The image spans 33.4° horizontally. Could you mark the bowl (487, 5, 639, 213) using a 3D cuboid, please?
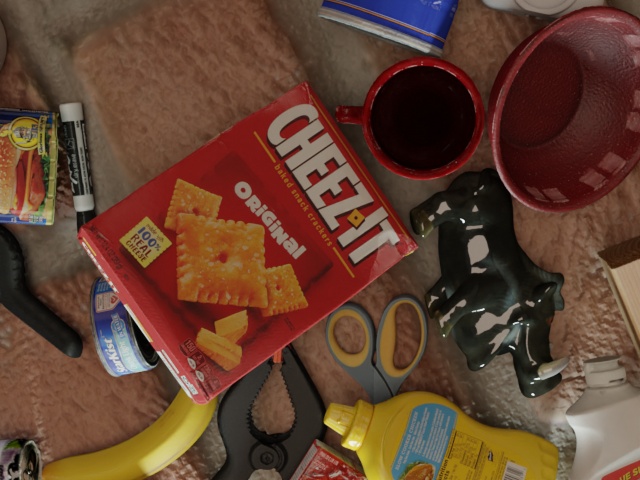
[{"bbox_3d":[0.185,-0.105,0.824,0.161,0.055,0.162,-11,117,-24],"label":"bowl"}]

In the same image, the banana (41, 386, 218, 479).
[{"bbox_3d":[-0.156,0.173,0.937,0.198,0.037,0.070,-39,65,8],"label":"banana"}]

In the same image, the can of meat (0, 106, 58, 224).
[{"bbox_3d":[-0.265,-0.063,0.896,0.083,0.057,0.102,3,99,-17],"label":"can of meat"}]

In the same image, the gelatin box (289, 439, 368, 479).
[{"bbox_3d":[0.014,0.222,0.895,0.089,0.030,0.073,33,90,-11],"label":"gelatin box"}]

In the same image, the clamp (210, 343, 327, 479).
[{"bbox_3d":[-0.054,0.187,0.921,0.164,0.036,0.210,-1,98,1],"label":"clamp"}]

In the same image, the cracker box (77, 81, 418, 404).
[{"bbox_3d":[-0.055,0.001,0.837,0.213,0.072,0.164,-35,93,-16],"label":"cracker box"}]

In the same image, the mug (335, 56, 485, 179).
[{"bbox_3d":[0.070,-0.097,0.848,0.117,0.081,0.093,1,97,7],"label":"mug"}]

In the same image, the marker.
[{"bbox_3d":[-0.207,-0.058,0.920,0.020,0.020,0.121,-6,97,8],"label":"marker"}]

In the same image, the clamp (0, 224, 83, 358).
[{"bbox_3d":[-0.295,0.053,0.936,0.120,0.039,0.171,-30,87,5],"label":"clamp"}]

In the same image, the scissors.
[{"bbox_3d":[0.037,0.139,0.916,0.096,0.016,0.202,15,99,7],"label":"scissors"}]

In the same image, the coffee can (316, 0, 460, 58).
[{"bbox_3d":[0.068,-0.223,0.821,0.103,0.102,0.140,20,99,4],"label":"coffee can"}]

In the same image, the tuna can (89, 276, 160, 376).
[{"bbox_3d":[-0.163,0.069,0.897,0.034,0.086,0.086,-12,96,7],"label":"tuna can"}]

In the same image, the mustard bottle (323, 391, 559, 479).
[{"bbox_3d":[0.093,0.178,0.876,0.191,0.058,0.096,23,73,-3],"label":"mustard bottle"}]
